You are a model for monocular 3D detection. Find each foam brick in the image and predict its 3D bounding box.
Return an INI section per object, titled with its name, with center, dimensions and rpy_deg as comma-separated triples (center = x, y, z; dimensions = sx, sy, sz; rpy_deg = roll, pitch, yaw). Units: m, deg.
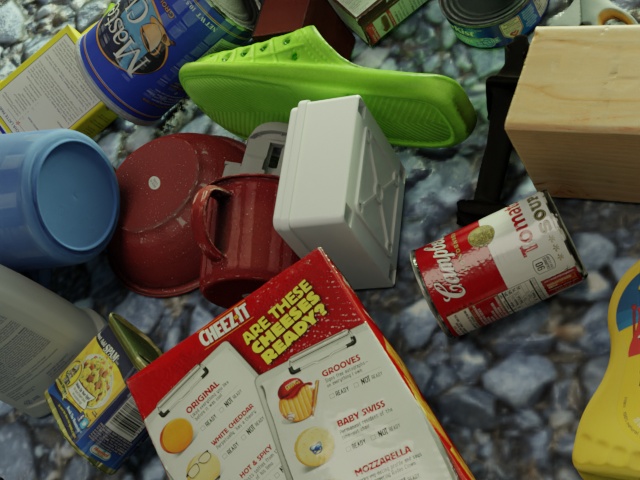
[foam brick]
center = -0.014, -0.173, 0.910
dimensions = 0.053, 0.078, 0.051
rpy_deg = -2, 62, 31

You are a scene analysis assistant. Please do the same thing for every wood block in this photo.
[wood block]
center = 0.241, -0.082, 0.701
dimensions = 0.206, 0.090, 0.090
rpy_deg = 6, 64, 33

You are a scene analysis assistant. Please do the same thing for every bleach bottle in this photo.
[bleach bottle]
center = -0.268, 0.049, 0.806
dimensions = 0.102, 0.250, 0.068
rpy_deg = -39, 50, 3

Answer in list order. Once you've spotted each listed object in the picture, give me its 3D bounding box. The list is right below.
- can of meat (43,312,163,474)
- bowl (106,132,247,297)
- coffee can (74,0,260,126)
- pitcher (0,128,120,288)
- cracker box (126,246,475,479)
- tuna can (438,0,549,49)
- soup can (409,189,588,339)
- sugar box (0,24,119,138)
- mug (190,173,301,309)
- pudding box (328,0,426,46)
[can of meat]
center = -0.159, 0.117, 0.821
dimensions = 0.084, 0.057, 0.102
rpy_deg = -48, 36, -1
[bowl]
center = -0.129, -0.035, 0.906
dimensions = 0.162, 0.055, 0.162
rpy_deg = -14, 56, 21
[coffee can]
center = -0.134, -0.183, 0.948
dimensions = 0.140, 0.102, 0.103
rpy_deg = -36, 49, 25
[pitcher]
center = -0.286, -0.018, 0.900
dimensions = 0.243, 0.149, 0.145
rpy_deg = -4, 74, 33
[cracker box]
center = -0.008, 0.136, 0.681
dimensions = 0.164, 0.072, 0.214
rpy_deg = -35, 55, 3
[tuna can]
center = 0.141, -0.198, 0.865
dimensions = 0.086, 0.033, 0.086
rpy_deg = -14, 56, 22
[soup can]
center = 0.121, 0.016, 0.725
dimensions = 0.102, 0.068, 0.068
rpy_deg = -26, 52, 13
[sugar box]
center = -0.276, -0.114, 1.027
dimensions = 0.176, 0.048, 0.093
rpy_deg = -40, 75, 5
[mug]
center = -0.055, 0.001, 0.806
dimensions = 0.093, 0.117, 0.081
rpy_deg = -12, 61, 31
[pudding box]
center = 0.044, -0.234, 0.940
dimensions = 0.090, 0.039, 0.114
rpy_deg = -40, 48, 1
